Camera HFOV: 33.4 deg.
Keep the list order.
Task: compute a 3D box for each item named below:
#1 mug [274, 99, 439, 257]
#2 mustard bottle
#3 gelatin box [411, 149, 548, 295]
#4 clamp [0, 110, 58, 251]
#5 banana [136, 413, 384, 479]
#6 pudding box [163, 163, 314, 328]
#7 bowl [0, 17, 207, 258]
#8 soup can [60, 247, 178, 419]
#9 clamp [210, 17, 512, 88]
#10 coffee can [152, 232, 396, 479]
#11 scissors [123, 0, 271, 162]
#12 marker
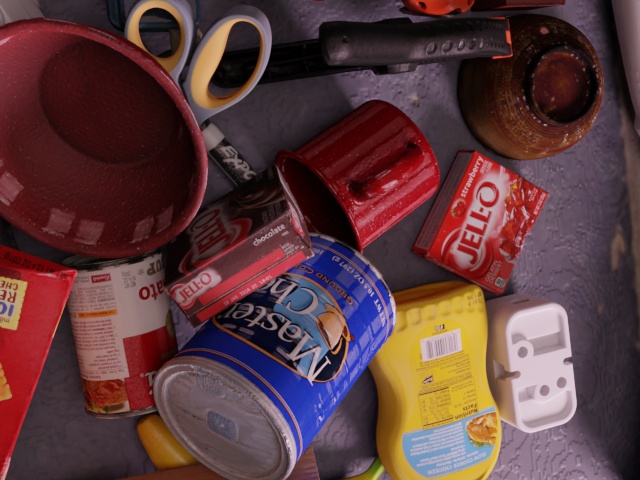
[{"bbox_3d":[0.032,-0.045,0.731,0.081,0.117,0.093,-36,99,-18],"label":"mug"},{"bbox_3d":[0.087,0.132,0.798,0.096,0.058,0.191,-13,99,-22],"label":"mustard bottle"},{"bbox_3d":[0.122,-0.014,0.810,0.073,0.030,0.089,27,86,-20],"label":"gelatin box"},{"bbox_3d":[-0.240,-0.013,0.676,0.120,0.039,0.171,11,86,-16],"label":"clamp"},{"bbox_3d":[-0.043,0.176,0.772,0.197,0.037,0.069,15,61,-24],"label":"banana"},{"bbox_3d":[-0.054,0.001,0.693,0.090,0.113,0.039,-31,108,5],"label":"pudding box"},{"bbox_3d":[-0.139,-0.069,0.641,0.162,0.055,0.162,7,127,9],"label":"bowl"},{"bbox_3d":[-0.131,0.058,0.707,0.068,0.069,0.102,-11,100,-19],"label":"soup can"},{"bbox_3d":[0.038,-0.129,0.721,0.209,0.165,0.036,-12,99,-36],"label":"clamp"},{"bbox_3d":[-0.027,0.075,0.698,0.103,0.103,0.140,57,47,-17],"label":"coffee can"},{"bbox_3d":[-0.105,-0.076,0.674,0.096,0.016,0.202,32,122,-15],"label":"scissors"},{"bbox_3d":[-0.061,-0.054,0.745,0.020,0.020,0.121,-45,109,-10],"label":"marker"}]
